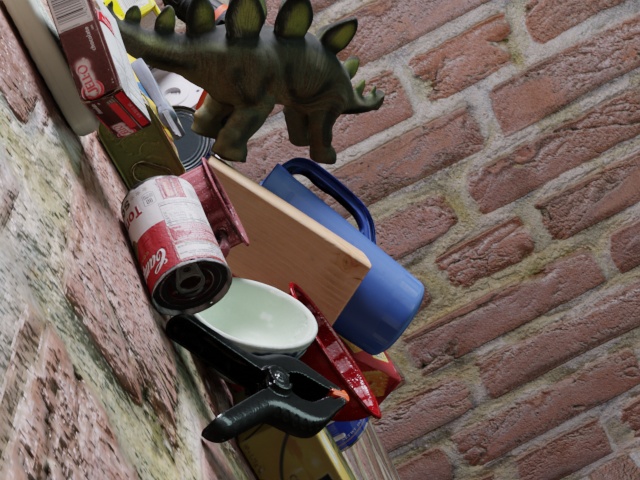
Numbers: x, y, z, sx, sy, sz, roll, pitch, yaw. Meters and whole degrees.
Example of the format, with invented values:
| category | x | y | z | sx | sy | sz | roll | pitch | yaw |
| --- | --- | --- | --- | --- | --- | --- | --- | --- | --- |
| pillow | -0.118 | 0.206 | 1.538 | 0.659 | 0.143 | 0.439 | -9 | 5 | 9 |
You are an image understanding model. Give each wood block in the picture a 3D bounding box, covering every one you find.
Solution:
| category | x | y | z | sx | sy | sz | roll | pitch | yaw |
| --- | --- | --- | --- | --- | --- | --- | --- | --- | --- |
| wood block | -0.058 | 0.001 | 1.164 | 0.206 | 0.091 | 0.090 | 33 | 6 | -9 |

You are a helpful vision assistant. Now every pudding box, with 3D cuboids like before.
| category | x | y | z | sx | sy | sz | roll | pitch | yaw |
| --- | --- | --- | --- | --- | --- | --- | --- | --- | --- |
| pudding box | -0.184 | -0.151 | 0.884 | 0.090 | 0.039 | 0.113 | 64 | 6 | -75 |

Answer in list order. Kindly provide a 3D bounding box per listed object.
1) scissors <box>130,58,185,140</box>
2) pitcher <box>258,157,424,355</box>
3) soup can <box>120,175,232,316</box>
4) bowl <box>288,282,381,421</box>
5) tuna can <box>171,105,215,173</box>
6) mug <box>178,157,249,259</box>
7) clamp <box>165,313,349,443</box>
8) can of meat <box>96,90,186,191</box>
| category | x | y | z | sx | sy | sz | roll | pitch | yaw |
| --- | --- | --- | --- | --- | --- | --- | --- | --- | --- |
| scissors | -0.151 | -0.131 | 0.987 | 0.096 | 0.016 | 0.202 | 59 | -3 | -5 |
| pitcher | 0.006 | 0.020 | 1.284 | 0.243 | 0.149 | 0.145 | 36 | 15 | -5 |
| soup can | -0.121 | 0.003 | 0.889 | 0.102 | 0.068 | 0.068 | 63 | 0 | 36 |
| bowl | -0.005 | 0.123 | 1.061 | 0.162 | 0.055 | 0.162 | 55 | 4 | -6 |
| tuna can | -0.169 | -0.116 | 1.273 | 0.086 | 0.086 | 0.033 | 63 | -1 | 13 |
| mug | -0.120 | -0.011 | 0.990 | 0.093 | 0.081 | 0.117 | 62 | 1 | -45 |
| clamp | -0.050 | 0.113 | 0.867 | 0.171 | 0.039 | 0.120 | 15 | 41 | -49 |
| can of meat | -0.178 | -0.096 | 1.054 | 0.102 | 0.057 | 0.084 | 62 | -1 | -22 |
